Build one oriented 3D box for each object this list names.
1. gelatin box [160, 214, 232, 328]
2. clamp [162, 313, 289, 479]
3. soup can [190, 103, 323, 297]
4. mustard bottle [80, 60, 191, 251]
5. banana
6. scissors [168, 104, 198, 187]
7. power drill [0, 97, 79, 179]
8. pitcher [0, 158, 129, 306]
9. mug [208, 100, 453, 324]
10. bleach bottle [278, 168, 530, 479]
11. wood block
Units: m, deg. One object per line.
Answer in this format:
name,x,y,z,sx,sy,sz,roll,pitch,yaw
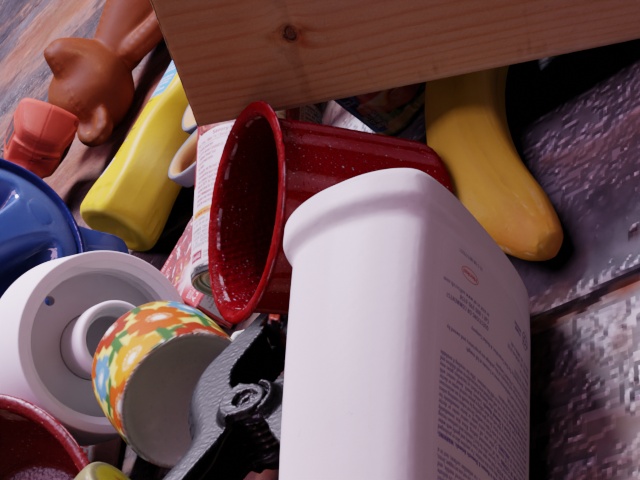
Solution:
gelatin box,-0.054,0.001,0.629,0.089,0.030,0.073,-59,28,-6
clamp,-0.017,0.082,0.453,0.120,0.039,0.171,-8,33,22
soup can,-0.033,-0.025,0.556,0.069,0.068,0.102,-22,61,47
mustard bottle,-0.100,-0.087,0.762,0.191,0.058,0.096,-63,8,-14
banana,0.077,-0.063,0.485,0.070,0.037,0.197,-30,37,40
scissors,-0.028,-0.117,0.656,0.202,0.016,0.096,-48,29,13
power drill,-0.259,-0.022,0.894,0.185,0.057,0.187,-32,39,60
pitcher,-0.237,0.056,0.721,0.144,0.149,0.243,-57,4,-35
mug,0.000,-0.001,0.465,0.117,0.081,0.093,125,144,-49
bleach bottle,0.023,0.102,0.322,0.068,0.102,0.250,-22,42,31
wood block,0.036,-0.127,0.457,0.206,0.091,0.090,-10,41,9
